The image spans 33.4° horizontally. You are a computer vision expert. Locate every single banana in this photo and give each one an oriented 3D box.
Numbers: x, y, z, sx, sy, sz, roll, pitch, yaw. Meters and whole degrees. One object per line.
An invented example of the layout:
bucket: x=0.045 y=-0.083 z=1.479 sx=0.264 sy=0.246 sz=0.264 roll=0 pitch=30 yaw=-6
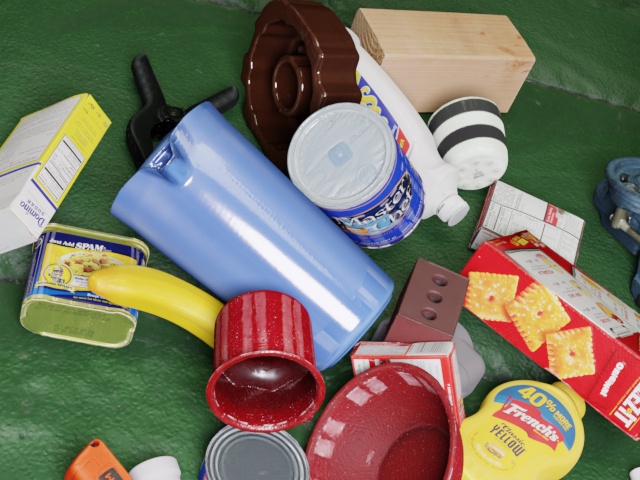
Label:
banana: x=-0.112 y=0.065 z=0.907 sx=0.197 sy=0.037 sz=0.069 roll=36 pitch=18 yaw=-26

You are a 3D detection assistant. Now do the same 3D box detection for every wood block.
wood block: x=0.138 y=-0.215 z=1.285 sx=0.205 sy=0.091 sz=0.090 roll=-3 pitch=49 yaw=-24

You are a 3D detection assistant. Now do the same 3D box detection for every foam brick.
foam brick: x=0.092 y=0.065 z=0.943 sx=0.053 sy=0.051 sz=0.078 roll=23 pitch=44 yaw=1

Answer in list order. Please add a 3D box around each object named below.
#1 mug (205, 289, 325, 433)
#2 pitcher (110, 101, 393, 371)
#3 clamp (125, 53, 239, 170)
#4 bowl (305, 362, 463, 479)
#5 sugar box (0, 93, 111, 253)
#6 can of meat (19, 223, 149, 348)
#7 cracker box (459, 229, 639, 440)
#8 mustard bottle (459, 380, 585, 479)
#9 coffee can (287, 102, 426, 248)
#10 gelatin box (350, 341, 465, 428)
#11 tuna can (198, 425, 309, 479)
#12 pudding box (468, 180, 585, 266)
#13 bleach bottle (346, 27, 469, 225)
mug: x=-0.039 y=0.102 z=0.867 sx=0.117 sy=0.093 sz=0.081 roll=50 pitch=21 yaw=-34
pitcher: x=-0.056 y=0.001 z=0.961 sx=0.243 sy=0.145 sz=0.149 roll=41 pitch=41 yaw=-1
clamp: x=-0.147 y=-0.124 z=1.119 sx=0.120 sy=0.039 sz=0.171 roll=8 pitch=52 yaw=-9
bowl: x=0.059 y=0.181 z=0.850 sx=0.055 sy=0.162 sz=0.162 roll=30 pitch=35 yaw=-36
sugar box: x=-0.265 y=-0.058 z=0.971 sx=0.048 sy=0.093 sz=0.176 roll=54 pitch=35 yaw=-32
can of meat: x=-0.204 y=0.040 z=0.925 sx=0.102 sy=0.057 sz=0.084 roll=11 pitch=46 yaw=-12
cracker box: x=0.241 y=0.083 z=1.014 sx=0.214 sy=0.072 sz=0.164 roll=39 pitch=18 yaw=16
mustard bottle: x=0.177 y=0.176 z=0.947 sx=0.191 sy=0.058 sz=0.096 roll=-27 pitch=57 yaw=-39
coffee can: x=0.038 y=-0.060 z=1.035 sx=0.103 sy=0.140 sz=0.103 roll=-5 pitch=72 yaw=17
gelatin box: x=0.075 y=0.124 z=0.913 sx=0.089 sy=0.073 sz=0.030 roll=-3 pitch=21 yaw=21
tuna can: x=-0.054 y=0.190 z=0.857 sx=0.086 sy=0.034 sz=0.086 roll=11 pitch=45 yaw=-12
pudding box: x=0.225 y=-0.007 z=1.157 sx=0.113 sy=0.039 sz=0.090 roll=24 pitch=44 yaw=4
bleach bottle: x=0.073 y=-0.117 z=1.157 sx=0.251 sy=0.103 sz=0.068 roll=48 pitch=19 yaw=23
